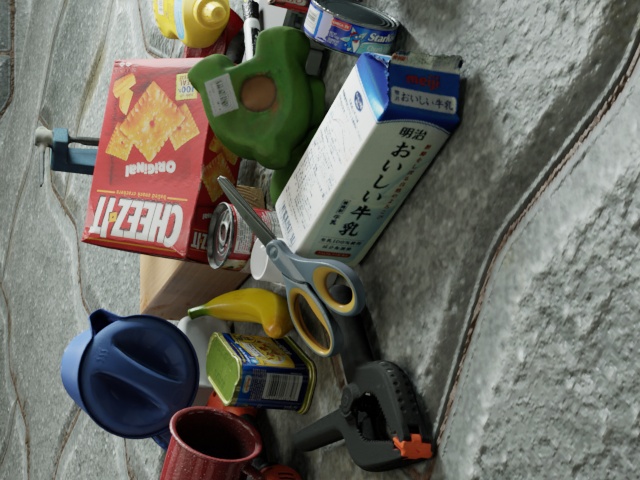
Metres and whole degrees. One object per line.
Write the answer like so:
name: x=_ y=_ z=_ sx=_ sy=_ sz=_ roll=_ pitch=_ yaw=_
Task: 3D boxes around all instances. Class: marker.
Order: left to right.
marker: x=-0.072 y=-0.206 z=1.134 sx=0.020 sy=0.020 sz=0.121 roll=-45 pitch=44 yaw=53

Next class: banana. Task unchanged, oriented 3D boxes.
banana: x=-0.070 y=0.079 z=1.147 sx=0.198 sy=0.069 sz=0.037 roll=0 pitch=121 yaw=58

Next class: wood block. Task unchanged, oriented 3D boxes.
wood block: x=-0.146 y=0.018 z=1.292 sx=0.206 sy=0.090 sz=0.091 roll=134 pitch=137 yaw=-52

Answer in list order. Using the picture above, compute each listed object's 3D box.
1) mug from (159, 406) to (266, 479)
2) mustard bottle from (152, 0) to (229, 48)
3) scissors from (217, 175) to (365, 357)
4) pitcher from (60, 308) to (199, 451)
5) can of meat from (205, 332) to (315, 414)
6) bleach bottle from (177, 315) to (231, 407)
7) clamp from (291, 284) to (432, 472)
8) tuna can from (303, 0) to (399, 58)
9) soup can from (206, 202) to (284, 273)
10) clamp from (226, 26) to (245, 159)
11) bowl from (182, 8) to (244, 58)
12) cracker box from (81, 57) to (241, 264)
mug: x=-0.101 y=0.227 z=1.039 sx=0.117 sy=0.093 sz=0.081 roll=26 pitch=112 yaw=22
mustard bottle: x=-0.154 y=-0.286 z=1.303 sx=0.192 sy=0.058 sz=0.096 roll=-144 pitch=56 yaw=-62
scissors: x=-0.023 y=0.007 z=0.953 sx=0.096 sy=0.016 sz=0.202 roll=-37 pitch=74 yaw=40
pitcher: x=-0.229 y=0.163 z=1.245 sx=0.243 sy=0.144 sz=0.149 roll=168 pitch=113 yaw=-69
can of meat: x=-0.064 y=0.134 z=1.090 sx=0.102 sy=0.083 sz=0.057 roll=39 pitch=118 yaw=61
bleach bottle: x=-0.183 y=0.185 z=1.354 sx=0.251 sy=0.068 sz=0.102 roll=134 pitch=135 yaw=-55
clamp: x=0.033 y=0.150 z=0.936 sx=0.210 sy=0.036 sz=0.165 roll=44 pitch=122 yaw=60
tuna can: x=0.028 y=-0.199 z=0.993 sx=0.086 sy=0.086 sz=0.034 roll=-122 pitch=45 yaw=-54
soup can: x=-0.057 y=0.001 z=1.094 sx=0.069 sy=0.102 sz=0.068 roll=-30 pitch=56 yaw=59
clamp: x=-0.101 y=-0.182 z=1.258 sx=0.120 sy=0.039 sz=0.171 roll=65 pitch=-146 yaw=-77
bowl: x=-0.128 y=-0.230 z=1.367 sx=0.162 sy=0.055 sz=0.162 roll=-31 pitch=56 yaw=59
cracker box: x=-0.168 y=-0.089 z=1.160 sx=0.164 sy=0.072 sz=0.214 roll=7 pitch=86 yaw=36
